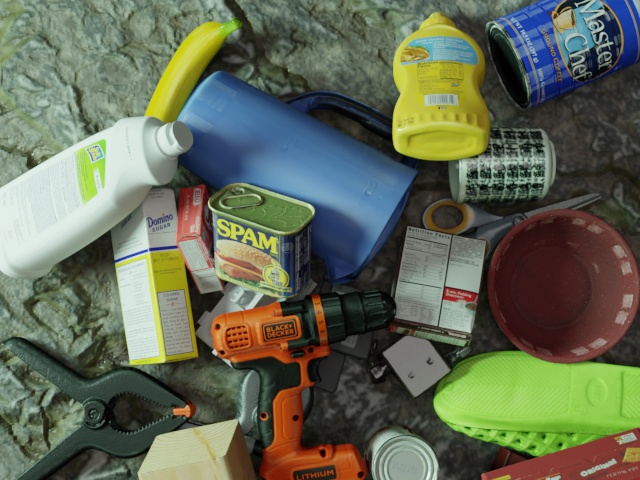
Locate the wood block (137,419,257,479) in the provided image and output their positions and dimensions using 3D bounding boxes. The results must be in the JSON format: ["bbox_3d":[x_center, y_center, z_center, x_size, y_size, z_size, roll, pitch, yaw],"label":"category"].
[{"bbox_3d":[-0.100,0.295,1.054,0.090,0.090,0.206,-13,102,8],"label":"wood block"}]

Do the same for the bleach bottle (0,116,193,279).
[{"bbox_3d":[-0.224,-0.048,1.057,0.251,0.068,0.102,-23,74,32],"label":"bleach bottle"}]

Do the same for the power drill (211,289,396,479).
[{"bbox_3d":[-0.005,0.147,1.056,0.184,0.057,0.187,-9,92,-2],"label":"power drill"}]

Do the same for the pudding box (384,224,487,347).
[{"bbox_3d":[0.120,0.046,1.107,0.090,0.039,0.113,11,65,3],"label":"pudding box"}]

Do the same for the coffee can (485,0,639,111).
[{"bbox_3d":[0.260,-0.210,1.129,0.140,0.103,0.103,-23,86,-3],"label":"coffee can"}]

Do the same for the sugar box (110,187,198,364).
[{"bbox_3d":[-0.174,0.039,1.102,0.048,0.094,0.176,-3,84,-33],"label":"sugar box"}]

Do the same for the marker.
[{"bbox_3d":[-0.101,0.209,1.128,0.121,0.020,0.020,16,85,0],"label":"marker"}]

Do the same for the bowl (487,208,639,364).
[{"bbox_3d":[0.252,0.049,1.131,0.162,0.055,0.162,0,85,-1],"label":"bowl"}]

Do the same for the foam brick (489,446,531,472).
[{"bbox_3d":[0.201,0.262,1.115,0.051,0.053,0.078,23,86,0],"label":"foam brick"}]

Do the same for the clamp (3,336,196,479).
[{"bbox_3d":[-0.237,0.170,1.113,0.210,0.036,0.164,-10,86,6],"label":"clamp"}]

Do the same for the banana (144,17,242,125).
[{"bbox_3d":[-0.152,-0.157,1.134,0.037,0.070,0.198,28,93,-25],"label":"banana"}]

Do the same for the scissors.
[{"bbox_3d":[0.196,-0.032,1.157,0.201,0.016,0.096,-33,87,-4],"label":"scissors"}]

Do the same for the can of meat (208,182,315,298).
[{"bbox_3d":[-0.057,0.001,1.039,0.102,0.057,0.084,19,129,23],"label":"can of meat"}]

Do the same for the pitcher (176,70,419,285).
[{"bbox_3d":[-0.024,-0.081,1.105,0.243,0.149,0.145,31,118,4],"label":"pitcher"}]

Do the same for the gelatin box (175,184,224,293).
[{"bbox_3d":[-0.120,-0.001,1.097,0.030,0.089,0.073,-9,47,8],"label":"gelatin box"}]

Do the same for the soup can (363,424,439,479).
[{"bbox_3d":[0.082,0.227,1.090,0.068,0.102,0.068,0,86,-2],"label":"soup can"}]

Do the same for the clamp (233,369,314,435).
[{"bbox_3d":[-0.047,0.192,1.102,0.120,0.039,0.171,29,92,-5],"label":"clamp"}]

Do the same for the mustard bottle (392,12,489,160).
[{"bbox_3d":[0.124,-0.170,1.113,0.096,0.058,0.191,-1,52,5],"label":"mustard bottle"}]
